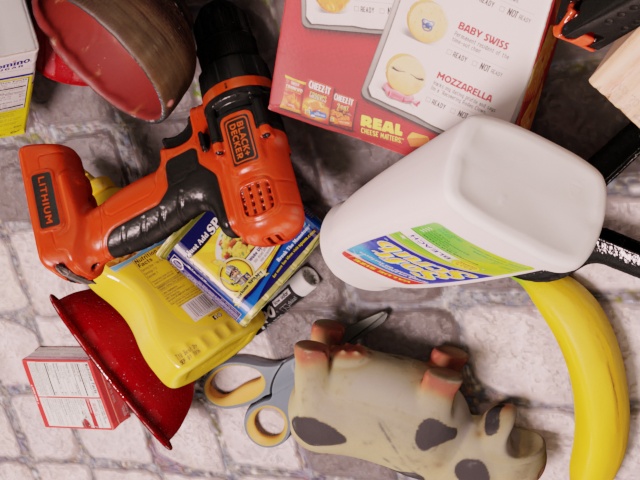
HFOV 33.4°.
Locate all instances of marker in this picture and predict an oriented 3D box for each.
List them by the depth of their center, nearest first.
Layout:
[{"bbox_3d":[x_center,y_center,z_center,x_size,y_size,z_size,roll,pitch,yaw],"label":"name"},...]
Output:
[{"bbox_3d":[-0.044,0.059,0.855,0.020,0.020,0.121,48,127,-1],"label":"marker"}]

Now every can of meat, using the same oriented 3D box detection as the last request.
[{"bbox_3d":[-0.055,0.001,0.786,0.084,0.057,0.102,41,83,1],"label":"can of meat"}]

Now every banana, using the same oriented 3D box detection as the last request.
[{"bbox_3d":[0.184,0.101,0.746,0.070,0.037,0.198,6,118,59],"label":"banana"}]

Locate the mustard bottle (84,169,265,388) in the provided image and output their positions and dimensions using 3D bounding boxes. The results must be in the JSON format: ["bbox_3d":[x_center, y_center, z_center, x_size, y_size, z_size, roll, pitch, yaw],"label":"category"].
[{"bbox_3d":[-0.136,0.017,0.830,0.192,0.096,0.058,49,139,12],"label":"mustard bottle"}]

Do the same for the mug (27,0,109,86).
[{"bbox_3d":[-0.175,-0.170,0.773,0.117,0.093,0.081,44,138,38],"label":"mug"}]

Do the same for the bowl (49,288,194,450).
[{"bbox_3d":[-0.152,0.093,0.878,0.162,0.055,0.162,50,170,12],"label":"bowl"}]

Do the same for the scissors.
[{"bbox_3d":[-0.011,0.118,0.870,0.202,0.016,0.096,-17,107,33],"label":"scissors"}]

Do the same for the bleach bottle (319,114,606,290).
[{"bbox_3d":[0.068,-0.004,0.682,0.102,0.068,0.251,25,162,-13],"label":"bleach bottle"}]

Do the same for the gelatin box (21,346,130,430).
[{"bbox_3d":[-0.225,0.136,0.984,0.089,0.030,0.073,-4,111,30],"label":"gelatin box"}]

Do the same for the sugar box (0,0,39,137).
[{"bbox_3d":[-0.238,-0.142,0.766,0.176,0.048,0.093,141,112,-70],"label":"sugar box"}]

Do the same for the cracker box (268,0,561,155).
[{"bbox_3d":[0.068,-0.160,0.650,0.164,0.072,0.214,20,121,15],"label":"cracker box"}]

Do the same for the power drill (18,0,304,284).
[{"bbox_3d":[-0.114,-0.061,0.740,0.188,0.057,0.184,-21,69,14],"label":"power drill"}]
